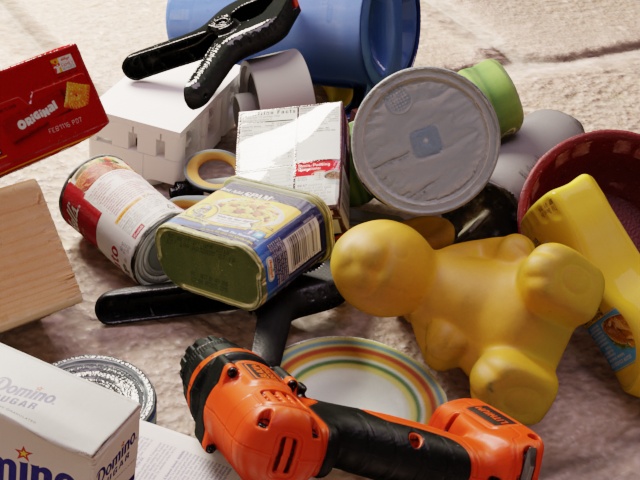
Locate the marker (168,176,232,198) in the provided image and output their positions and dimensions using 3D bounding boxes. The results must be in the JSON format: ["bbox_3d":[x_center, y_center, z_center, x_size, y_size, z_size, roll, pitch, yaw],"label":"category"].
[{"bbox_3d":[-0.073,-0.048,0.937,0.121,0.020,0.020,-7,37,-20],"label":"marker"}]

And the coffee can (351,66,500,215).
[{"bbox_3d":[0.074,-0.071,0.800,0.103,0.103,0.140,9,3,1],"label":"coffee can"}]

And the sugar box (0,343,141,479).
[{"bbox_3d":[-0.139,0.138,0.511,0.093,0.176,0.048,20,36,16],"label":"sugar box"}]

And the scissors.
[{"bbox_3d":[-0.033,-0.041,0.891,0.202,0.016,0.096,-6,57,1],"label":"scissors"}]

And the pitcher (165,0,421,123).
[{"bbox_3d":[-0.033,-0.208,1.067,0.243,0.145,0.149,7,39,29],"label":"pitcher"}]

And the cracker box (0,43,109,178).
[{"bbox_3d":[-0.282,-0.061,0.777,0.214,0.072,0.163,-14,14,43],"label":"cracker box"}]

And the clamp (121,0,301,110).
[{"bbox_3d":[-0.081,-0.172,0.941,0.171,0.039,0.120,-33,45,-13],"label":"clamp"}]

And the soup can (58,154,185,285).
[{"bbox_3d":[-0.147,-0.015,0.832,0.068,0.068,0.102,-24,46,-38],"label":"soup can"}]

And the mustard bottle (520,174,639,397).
[{"bbox_3d":[0.218,0.050,0.768,0.058,0.096,0.192,-27,76,-10],"label":"mustard bottle"}]

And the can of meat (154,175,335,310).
[{"bbox_3d":[-0.055,0.001,0.765,0.102,0.057,0.083,14,34,33],"label":"can of meat"}]

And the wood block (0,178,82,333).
[{"bbox_3d":[-0.273,0.038,0.681,0.205,0.091,0.090,-21,1,-36],"label":"wood block"}]

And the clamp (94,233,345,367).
[{"bbox_3d":[-0.036,0.042,0.786,0.209,0.036,0.165,-22,32,-39],"label":"clamp"}]

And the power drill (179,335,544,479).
[{"bbox_3d":[0.016,0.106,0.610,0.187,0.057,0.185,13,6,-19],"label":"power drill"}]

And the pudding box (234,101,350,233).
[{"bbox_3d":[-0.023,-0.057,0.864,0.090,0.039,0.113,-5,54,10],"label":"pudding box"}]
